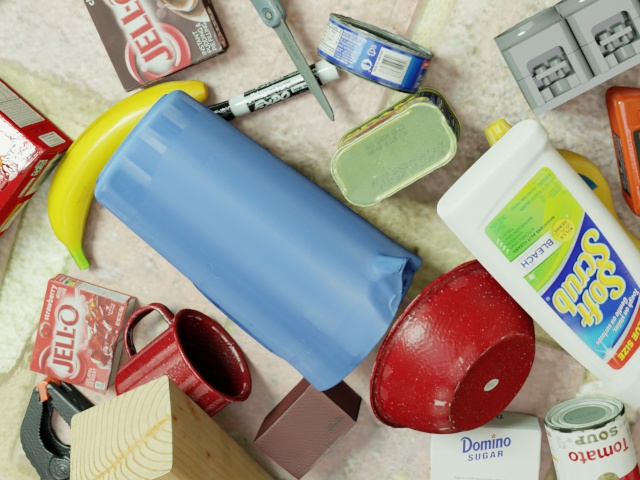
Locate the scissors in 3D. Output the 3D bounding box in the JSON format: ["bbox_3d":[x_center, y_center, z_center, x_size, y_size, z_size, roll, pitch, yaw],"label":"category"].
[{"bbox_3d":[-0.033,-0.193,0.822,0.202,0.016,0.096,50,139,5],"label":"scissors"}]

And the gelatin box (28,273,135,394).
[{"bbox_3d":[-0.209,0.082,0.934,0.073,0.030,0.089,18,105,3],"label":"gelatin box"}]

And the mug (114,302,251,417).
[{"bbox_3d":[-0.125,0.108,0.903,0.082,0.093,0.117,-38,84,19],"label":"mug"}]

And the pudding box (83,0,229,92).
[{"bbox_3d":[-0.136,-0.187,0.856,0.090,0.039,0.113,-21,100,12],"label":"pudding box"}]

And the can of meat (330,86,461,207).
[{"bbox_3d":[0.059,-0.072,0.835,0.102,0.084,0.057,-30,98,13],"label":"can of meat"}]

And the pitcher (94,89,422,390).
[{"bbox_3d":[-0.055,0.001,0.839,0.242,0.145,0.149,38,97,-7],"label":"pitcher"}]

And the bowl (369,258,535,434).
[{"bbox_3d":[0.116,0.095,0.830,0.055,0.161,0.162,40,109,38],"label":"bowl"}]

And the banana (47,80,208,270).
[{"bbox_3d":[-0.174,-0.068,0.894,0.069,0.037,0.198,30,109,-25],"label":"banana"}]

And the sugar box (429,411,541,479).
[{"bbox_3d":[0.138,0.235,0.919,0.093,0.048,0.176,3,100,6],"label":"sugar box"}]

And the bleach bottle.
[{"bbox_3d":[0.206,0.033,0.792,0.251,0.068,0.102,44,97,-8],"label":"bleach bottle"}]

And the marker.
[{"bbox_3d":[-0.042,-0.119,0.870,0.121,0.020,0.020,-20,100,11],"label":"marker"}]

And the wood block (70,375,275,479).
[{"bbox_3d":[-0.106,0.212,0.870,0.091,0.090,0.206,-24,134,12],"label":"wood block"}]

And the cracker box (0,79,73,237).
[{"bbox_3d":[-0.343,-0.086,0.891,0.213,0.072,0.164,41,104,-3],"label":"cracker box"}]

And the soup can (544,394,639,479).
[{"bbox_3d":[0.229,0.188,0.884,0.068,0.068,0.102,-14,100,10],"label":"soup can"}]

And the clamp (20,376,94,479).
[{"bbox_3d":[-0.233,0.208,0.964,0.120,0.039,0.171,-21,94,7],"label":"clamp"}]

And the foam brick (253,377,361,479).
[{"bbox_3d":[-0.010,0.155,0.915,0.053,0.051,0.078,42,105,-5],"label":"foam brick"}]

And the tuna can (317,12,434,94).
[{"bbox_3d":[0.041,-0.143,0.819,0.086,0.086,0.034,23,106,2],"label":"tuna can"}]
